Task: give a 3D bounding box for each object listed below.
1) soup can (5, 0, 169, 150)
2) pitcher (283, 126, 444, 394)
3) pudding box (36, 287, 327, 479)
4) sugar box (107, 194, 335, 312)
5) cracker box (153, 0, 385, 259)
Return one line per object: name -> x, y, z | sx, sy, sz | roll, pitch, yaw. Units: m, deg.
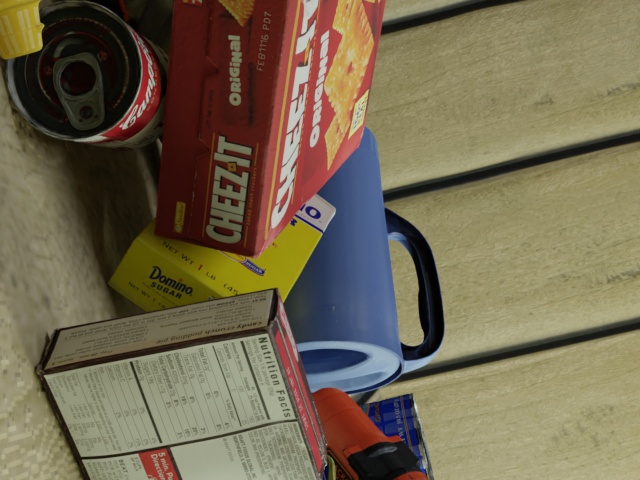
soup can -> -0.116, -0.083, 0.566 | 0.102, 0.068, 0.068 | -17, 94, -86
pitcher -> 0.014, 0.012, 0.967 | 0.149, 0.145, 0.243 | 30, 49, -45
pudding box -> -0.061, 0.076, 0.494 | 0.039, 0.113, 0.090 | -85, 162, -63
sugar box -> -0.054, 0.001, 0.677 | 0.093, 0.048, 0.176 | 35, 30, -4
cracker box -> -0.021, -0.106, 0.644 | 0.213, 0.072, 0.164 | -53, 154, -62
